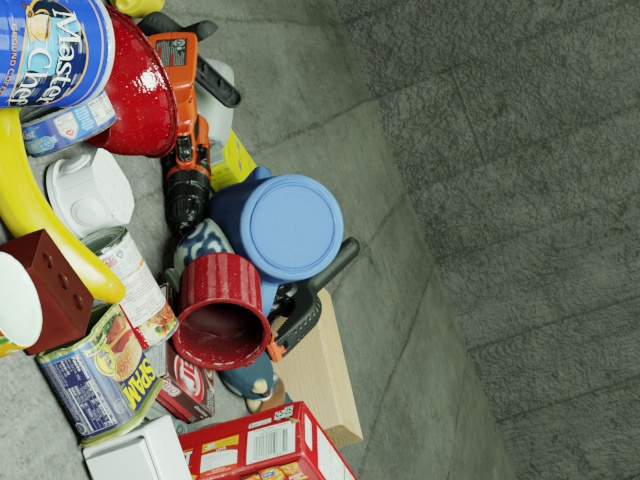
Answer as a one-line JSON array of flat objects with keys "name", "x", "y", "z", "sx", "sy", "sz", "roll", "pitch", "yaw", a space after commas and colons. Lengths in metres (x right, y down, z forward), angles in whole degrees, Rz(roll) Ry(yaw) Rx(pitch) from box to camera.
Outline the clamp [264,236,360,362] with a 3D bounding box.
[{"name": "clamp", "x": -0.030, "y": 0.067, "z": 1.297, "sx": 0.210, "sy": 0.165, "sz": 0.036, "roll": -88, "pitch": 159, "yaw": -57}]

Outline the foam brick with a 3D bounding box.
[{"name": "foam brick", "x": -0.221, "y": 0.040, "z": 0.829, "sx": 0.053, "sy": 0.051, "sz": 0.078, "roll": -91, "pitch": 156, "yaw": -55}]

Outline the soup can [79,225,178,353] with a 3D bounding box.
[{"name": "soup can", "x": -0.179, "y": 0.046, "z": 0.950, "sx": 0.068, "sy": 0.068, "sz": 0.102, "roll": -78, "pitch": 145, "yaw": -66}]

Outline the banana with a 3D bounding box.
[{"name": "banana", "x": -0.228, "y": -0.029, "z": 0.873, "sx": 0.198, "sy": 0.069, "sz": 0.037, "roll": 64, "pitch": -28, "yaw": 0}]

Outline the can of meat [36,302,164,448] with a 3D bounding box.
[{"name": "can of meat", "x": -0.181, "y": 0.108, "z": 0.880, "sx": 0.084, "sy": 0.057, "sz": 0.102, "roll": 64, "pitch": 14, "yaw": -13}]

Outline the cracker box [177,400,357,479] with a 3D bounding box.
[{"name": "cracker box", "x": -0.045, "y": 0.251, "z": 0.976, "sx": 0.072, "sy": 0.164, "sz": 0.213, "roll": -90, "pitch": 156, "yaw": -50}]

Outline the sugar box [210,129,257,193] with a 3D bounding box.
[{"name": "sugar box", "x": -0.109, "y": -0.078, "z": 1.452, "sx": 0.176, "sy": 0.048, "sz": 0.093, "roll": 53, "pitch": 21, "yaw": -48}]

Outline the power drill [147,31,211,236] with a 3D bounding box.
[{"name": "power drill", "x": -0.158, "y": -0.123, "z": 1.198, "sx": 0.188, "sy": 0.057, "sz": 0.184, "roll": 89, "pitch": -4, "yaw": -48}]

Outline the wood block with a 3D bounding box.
[{"name": "wood block", "x": -0.021, "y": 0.161, "z": 1.360, "sx": 0.090, "sy": 0.091, "sz": 0.206, "roll": 48, "pitch": 25, "yaw": -59}]

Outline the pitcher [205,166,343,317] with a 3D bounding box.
[{"name": "pitcher", "x": -0.058, "y": 0.001, "z": 1.176, "sx": 0.149, "sy": 0.145, "sz": 0.243, "roll": 56, "pitch": -13, "yaw": -6}]

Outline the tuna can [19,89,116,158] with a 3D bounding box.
[{"name": "tuna can", "x": -0.226, "y": -0.106, "z": 0.947, "sx": 0.086, "sy": 0.086, "sz": 0.034, "roll": -75, "pitch": 144, "yaw": -67}]

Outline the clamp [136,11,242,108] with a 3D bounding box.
[{"name": "clamp", "x": -0.164, "y": -0.232, "z": 1.253, "sx": 0.172, "sy": 0.039, "sz": 0.120, "roll": 31, "pitch": -34, "yaw": 26}]

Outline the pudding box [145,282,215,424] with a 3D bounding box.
[{"name": "pudding box", "x": -0.142, "y": 0.113, "z": 1.059, "sx": 0.090, "sy": 0.039, "sz": 0.113, "roll": 53, "pitch": 21, "yaw": -47}]

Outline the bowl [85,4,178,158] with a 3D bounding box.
[{"name": "bowl", "x": -0.208, "y": -0.142, "z": 1.024, "sx": 0.055, "sy": 0.162, "sz": 0.162, "roll": -33, "pitch": 107, "yaw": -34}]

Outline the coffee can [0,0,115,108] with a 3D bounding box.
[{"name": "coffee can", "x": -0.244, "y": -0.152, "z": 0.821, "sx": 0.140, "sy": 0.103, "sz": 0.103, "roll": -12, "pitch": 82, "yaw": -57}]

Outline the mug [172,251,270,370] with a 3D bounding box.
[{"name": "mug", "x": -0.092, "y": 0.073, "z": 1.043, "sx": 0.081, "sy": 0.093, "sz": 0.117, "roll": -99, "pitch": 163, "yaw": -52}]
